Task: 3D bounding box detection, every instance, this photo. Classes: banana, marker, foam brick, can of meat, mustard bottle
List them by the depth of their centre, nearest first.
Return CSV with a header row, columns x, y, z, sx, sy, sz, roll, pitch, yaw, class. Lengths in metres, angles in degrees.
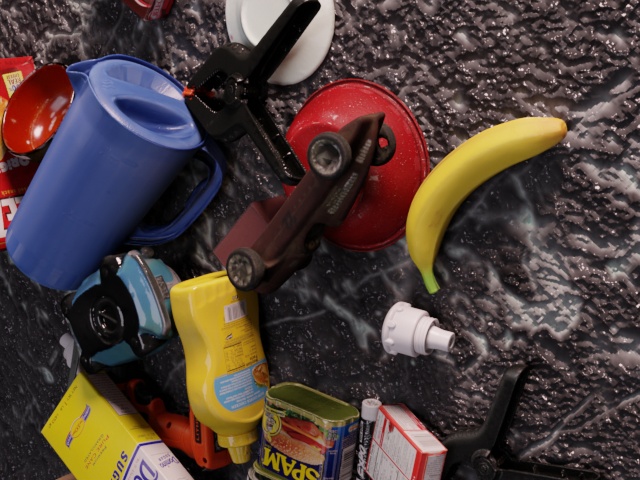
x,y,z,sx,sy,sz,roll,pitch,yaw,class
0.126,-0.044,0.907,0.069,0.037,0.198,37,123,3,banana
0.045,0.212,1.034,0.020,0.020,0.121,15,109,34,marker
-0.057,0.001,1.042,0.051,0.052,0.078,52,125,16,foam brick
-0.012,0.196,1.051,0.102,0.057,0.084,17,108,33,can of meat
-0.094,0.130,1.071,0.058,0.096,0.191,-4,98,37,mustard bottle

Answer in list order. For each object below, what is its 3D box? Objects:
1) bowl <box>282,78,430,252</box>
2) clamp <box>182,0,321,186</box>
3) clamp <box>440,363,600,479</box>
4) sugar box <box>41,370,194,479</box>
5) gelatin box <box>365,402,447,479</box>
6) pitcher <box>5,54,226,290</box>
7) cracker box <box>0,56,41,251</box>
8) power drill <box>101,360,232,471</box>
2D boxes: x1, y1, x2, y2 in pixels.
x,y,z,sx,sy,sz,roll,pitch,yaw,class
0.017,-0.064,0.970,0.162,0.055,0.162,9,105,35,bowl
-0.065,-0.147,0.990,0.210,0.036,0.164,21,105,53,clamp
0.161,0.198,0.931,0.120,0.039,0.172,55,132,22,clamp
-0.217,0.231,1.135,0.176,0.048,0.093,44,110,29,sugar box
0.078,0.202,0.979,0.089,0.030,0.073,-138,53,-58,gelatin box
-0.220,-0.056,1.102,0.243,0.144,0.149,-50,61,31,pitcher
-0.379,-0.092,1.194,0.072,0.163,0.214,-12,93,40,cracker box
-0.174,0.173,1.168,0.188,0.057,0.184,-3,95,39,power drill
